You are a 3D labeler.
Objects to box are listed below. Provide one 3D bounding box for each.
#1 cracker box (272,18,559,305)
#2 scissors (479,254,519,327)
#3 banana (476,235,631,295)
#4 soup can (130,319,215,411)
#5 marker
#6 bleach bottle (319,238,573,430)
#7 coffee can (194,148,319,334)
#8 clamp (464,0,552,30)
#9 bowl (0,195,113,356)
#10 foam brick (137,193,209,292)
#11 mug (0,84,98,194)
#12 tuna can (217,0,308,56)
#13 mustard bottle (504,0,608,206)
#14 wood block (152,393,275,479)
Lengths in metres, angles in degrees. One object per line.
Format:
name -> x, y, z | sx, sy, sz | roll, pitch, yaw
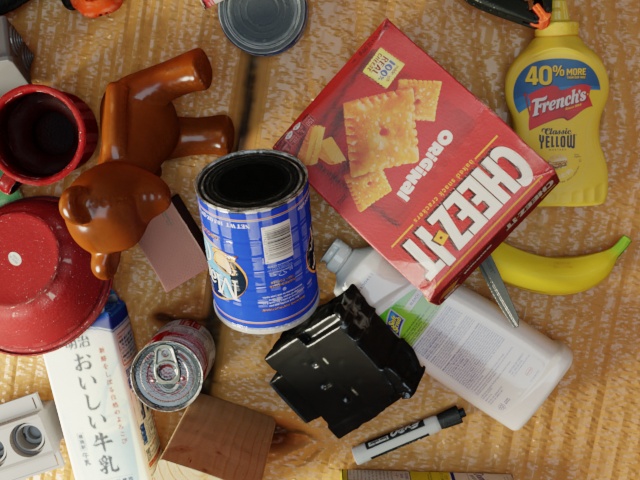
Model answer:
cracker box -> 0.085, -0.072, 0.985 | 0.214, 0.072, 0.164 | 45, 97, 15
scissors -> 0.155, -0.023, 1.017 | 0.096, 0.016, 0.202 | -39, 77, -4
banana -> 0.199, 0.014, 1.042 | 0.198, 0.037, 0.069 | 10, 79, -1
soup can -> -0.140, 0.118, 1.034 | 0.068, 0.102, 0.068 | 0, 98, 2
marker -> 0.090, 0.196, 1.077 | 0.121, 0.020, 0.020 | -23, 97, 5
bleach bottle -> 0.114, 0.074, 1.039 | 0.251, 0.068, 0.102 | 35, 99, -1
coffee can -> -0.056, 0.001, 0.987 | 0.103, 0.103, 0.140 | -3, 126, 3
clamp -> 0.155, -0.288, 0.981 | 0.164, 0.036, 0.210 | -41, 79, 6
bowl -> -0.279, 0.025, 1.003 | 0.162, 0.055, 0.162 | -2, 73, 7
foam brick -> -0.144, 0.002, 1.043 | 0.053, 0.051, 0.078 | -29, 96, 5
mug -> -0.267, -0.092, 1.019 | 0.093, 0.081, 0.117 | 35, 98, -3
tuna can -> -0.055, -0.219, 1.017 | 0.086, 0.033, 0.086 | 0, 98, 2
mustard bottle -> 0.222, -0.129, 1.007 | 0.096, 0.058, 0.191 | 0, 98, 10
wood block -> -0.103, 0.223, 0.995 | 0.090, 0.206, 0.091 | 19, 98, -1
